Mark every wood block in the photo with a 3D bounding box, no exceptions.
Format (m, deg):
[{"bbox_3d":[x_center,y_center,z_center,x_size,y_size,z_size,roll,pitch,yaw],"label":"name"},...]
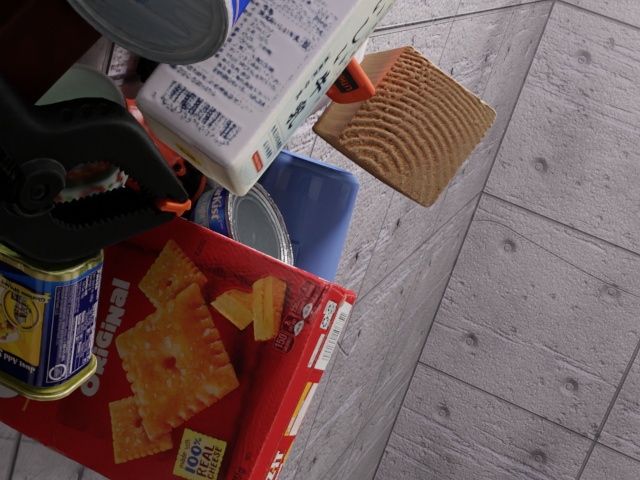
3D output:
[{"bbox_3d":[0.062,-0.097,0.886,0.091,0.090,0.206,-54,-171,3],"label":"wood block"}]

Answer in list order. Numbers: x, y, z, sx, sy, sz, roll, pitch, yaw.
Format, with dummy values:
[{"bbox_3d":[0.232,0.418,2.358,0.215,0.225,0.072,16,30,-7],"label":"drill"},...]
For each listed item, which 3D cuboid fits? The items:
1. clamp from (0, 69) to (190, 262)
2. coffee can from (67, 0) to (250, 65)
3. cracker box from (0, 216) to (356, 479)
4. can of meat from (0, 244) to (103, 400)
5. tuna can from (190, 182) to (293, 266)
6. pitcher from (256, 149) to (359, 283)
[{"bbox_3d":[-0.145,-0.041,0.516,0.209,0.036,0.165,-1,127,-45],"label":"clamp"},{"bbox_3d":[-0.062,-0.175,0.546,0.103,0.103,0.140,90,24,-57],"label":"coffee can"},{"bbox_3d":[-0.108,0.064,0.672,0.164,0.214,0.072,-66,164,-3],"label":"cracker box"},{"bbox_3d":[-0.175,0.030,0.609,0.057,0.102,0.084,-41,149,-56],"label":"can of meat"},{"bbox_3d":[-0.055,0.001,0.752,0.086,0.034,0.086,47,33,-44],"label":"tuna can"},{"bbox_3d":[-0.047,0.038,1.028,0.144,0.149,0.243,11,99,-51],"label":"pitcher"}]
